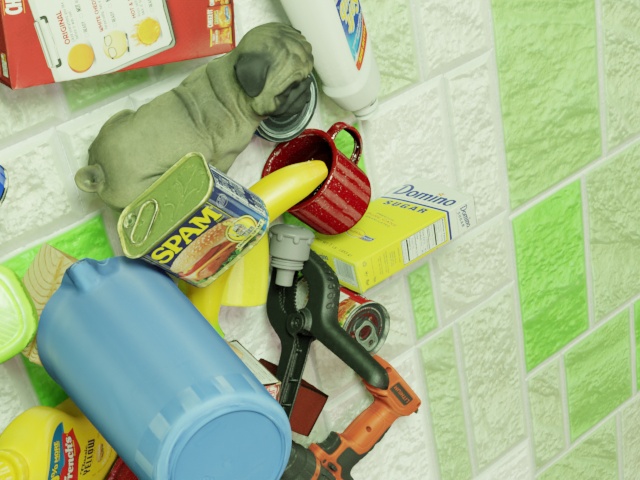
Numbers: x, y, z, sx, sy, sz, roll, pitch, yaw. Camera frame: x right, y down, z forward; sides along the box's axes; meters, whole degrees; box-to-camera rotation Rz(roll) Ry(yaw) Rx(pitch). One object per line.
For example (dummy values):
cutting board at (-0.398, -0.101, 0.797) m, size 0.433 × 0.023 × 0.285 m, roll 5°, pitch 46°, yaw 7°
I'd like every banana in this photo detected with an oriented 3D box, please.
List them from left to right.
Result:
banana at (-0.071, -0.002, 0.988) m, size 0.069 × 0.037 × 0.198 m, roll 26°, pitch 101°, yaw -42°

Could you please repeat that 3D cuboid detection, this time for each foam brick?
foam brick at (-0.040, 0.171, 1.167) m, size 0.051 × 0.078 × 0.053 m, roll 31°, pitch 85°, yaw -43°

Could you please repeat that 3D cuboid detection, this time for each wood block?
wood block at (-0.184, 0.094, 1.006) m, size 0.205 × 0.090 × 0.091 m, roll 34°, pitch 86°, yaw -43°

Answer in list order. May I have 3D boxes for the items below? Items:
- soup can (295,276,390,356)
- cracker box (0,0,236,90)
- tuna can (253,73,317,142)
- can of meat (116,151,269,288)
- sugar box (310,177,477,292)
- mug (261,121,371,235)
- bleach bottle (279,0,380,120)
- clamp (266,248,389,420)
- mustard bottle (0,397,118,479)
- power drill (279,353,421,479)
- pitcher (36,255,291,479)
soup can at (0.017, 0.082, 1.160) m, size 0.068 × 0.102 × 0.068 m, roll -16°, pitch 118°, yaw -34°
cracker box at (-0.178, -0.227, 0.890) m, size 0.213 × 0.072 × 0.164 m, roll -17°, pitch 117°, yaw -33°
tuna can at (-0.045, -0.142, 1.062) m, size 0.085 × 0.034 × 0.086 m, roll -16°, pitch 118°, yaw -34°
can of meat at (-0.105, -0.014, 0.898) m, size 0.102 × 0.057 × 0.083 m, roll -39°, pitch 139°, yaw 17°
sugar box at (0.079, -0.010, 1.181) m, size 0.176 × 0.093 × 0.048 m, roll -32°, pitch 126°, yaw -27°
mug at (0.005, -0.066, 1.100) m, size 0.081 × 0.093 × 0.117 m, roll 35°, pitch 82°, yaw -47°
bleach bottle at (0.009, -0.224, 1.047) m, size 0.250 × 0.068 × 0.102 m, roll 63°, pitch 32°, yaw -44°
clamp at (-0.019, 0.097, 1.108) m, size 0.165 × 0.210 × 0.036 m, roll -38°, pitch 144°, yaw 29°
mustard bottle at (-0.246, 0.195, 0.956) m, size 0.191 × 0.058 × 0.096 m, roll 1°, pitch 100°, yaw -74°
power drill at (0.023, 0.223, 1.258) m, size 0.187 × 0.057 × 0.184 m, roll -49°, pitch 135°, yaw -9°
pitcher at (-0.120, 0.122, 0.842) m, size 0.149 × 0.243 × 0.145 m, roll 13°, pitch 103°, yaw -36°
